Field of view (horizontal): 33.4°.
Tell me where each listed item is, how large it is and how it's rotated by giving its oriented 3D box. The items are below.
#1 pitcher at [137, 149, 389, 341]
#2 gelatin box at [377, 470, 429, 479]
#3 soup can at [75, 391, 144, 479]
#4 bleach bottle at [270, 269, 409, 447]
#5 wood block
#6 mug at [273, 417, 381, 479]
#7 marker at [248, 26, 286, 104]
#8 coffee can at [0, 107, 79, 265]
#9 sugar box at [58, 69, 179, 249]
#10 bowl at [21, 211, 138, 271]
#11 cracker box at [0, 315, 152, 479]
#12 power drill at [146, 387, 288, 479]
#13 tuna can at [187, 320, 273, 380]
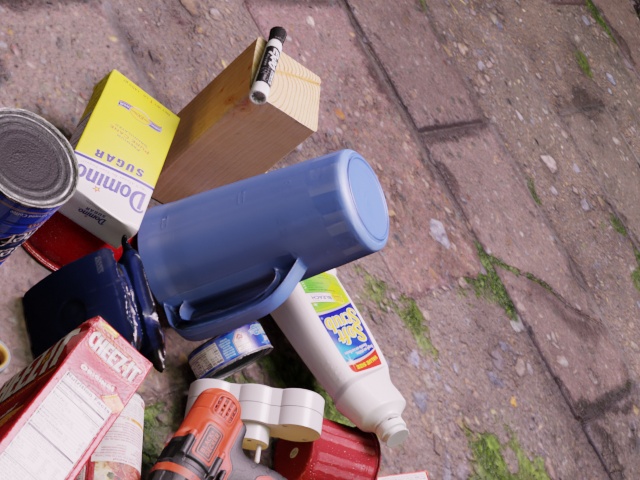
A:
[{"bbox_3d":[-0.057,0.001,1.096,0.144,0.243,0.149,-18,90,-67],"label":"pitcher"},{"bbox_3d":[0.069,0.280,1.172,0.089,0.073,0.030,5,59,-45],"label":"gelatin box"},{"bbox_3d":[-0.194,0.189,0.963,0.068,0.069,0.102,25,45,-33],"label":"soup can"},{"bbox_3d":[0.027,0.125,1.181,0.102,0.068,0.251,6,36,-42],"label":"bleach bottle"},{"bbox_3d":[-0.102,-0.117,1.185,0.090,0.206,0.090,31,43,-27],"label":"wood block"},{"bbox_3d":[0.000,0.226,1.139,0.081,0.093,0.117,23,16,-29],"label":"mug"},{"bbox_3d":[-0.053,-0.183,1.099,0.020,0.020,0.121,36,41,-22],"label":"marker"},{"bbox_3d":[-0.299,-0.040,0.967,0.102,0.141,0.103,27,45,-31],"label":"coffee can"},{"bbox_3d":[-0.209,-0.085,1.085,0.093,0.048,0.176,36,39,-24],"label":"sugar box"},{"bbox_3d":[-0.242,-0.040,1.100,0.161,0.055,0.162,28,44,-31],"label":"bowl"},{"bbox_3d":[-0.247,0.173,0.839,0.072,0.164,0.213,47,38,-14],"label":"cracker box"},{"bbox_3d":[-0.073,0.249,0.961,0.187,0.057,0.184,44,44,-15],"label":"power drill"},{"bbox_3d":[-0.095,0.117,1.112,0.085,0.086,0.034,-14,72,-51],"label":"tuna can"}]
